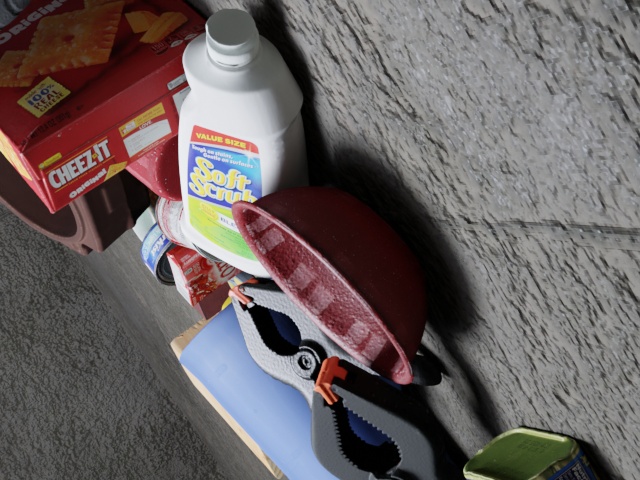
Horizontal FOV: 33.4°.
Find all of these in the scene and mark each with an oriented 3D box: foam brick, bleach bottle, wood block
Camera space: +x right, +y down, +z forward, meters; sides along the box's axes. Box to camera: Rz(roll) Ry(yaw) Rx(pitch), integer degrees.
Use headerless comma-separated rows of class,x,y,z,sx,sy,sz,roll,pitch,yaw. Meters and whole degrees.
foam brick,-0.138,0.042,1.231,0.078,0.051,0.053,42,160,37
bleach bottle,-0.058,-0.067,0.725,0.103,0.068,0.251,28,155,15
wood block,-0.083,0.174,1.273,0.206,0.090,0.090,38,157,47

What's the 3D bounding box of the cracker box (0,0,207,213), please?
cracker box,-0.187,-0.140,0.784,0.214,0.164,0.072,44,160,34

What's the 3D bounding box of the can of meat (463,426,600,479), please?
can of meat,0.141,0.167,0.660,0.084,0.057,0.102,58,164,-5

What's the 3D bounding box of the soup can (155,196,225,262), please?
soup can,-0.103,-0.020,0.965,0.068,0.068,0.102,60,163,-21

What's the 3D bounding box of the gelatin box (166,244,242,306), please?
gelatin box,-0.111,0.020,1.064,0.030,0.073,0.089,48,162,21

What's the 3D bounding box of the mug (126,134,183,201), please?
mug,-0.117,-0.081,0.868,0.082,0.093,0.117,37,-172,35

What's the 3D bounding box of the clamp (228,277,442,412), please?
clamp,0.007,0.084,0.798,0.171,0.120,0.039,49,-159,7

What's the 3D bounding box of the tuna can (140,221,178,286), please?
tuna can,-0.142,0.005,1.102,0.034,0.086,0.086,49,164,28

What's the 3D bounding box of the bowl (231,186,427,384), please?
bowl,0.017,0.017,0.691,0.162,0.055,0.162,42,166,13

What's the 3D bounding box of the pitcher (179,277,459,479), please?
pitcher,0.009,0.140,0.887,0.243,0.145,0.149,48,-178,9

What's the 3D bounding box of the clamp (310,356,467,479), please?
clamp,0.048,0.167,0.756,0.165,0.036,0.210,-26,117,32
